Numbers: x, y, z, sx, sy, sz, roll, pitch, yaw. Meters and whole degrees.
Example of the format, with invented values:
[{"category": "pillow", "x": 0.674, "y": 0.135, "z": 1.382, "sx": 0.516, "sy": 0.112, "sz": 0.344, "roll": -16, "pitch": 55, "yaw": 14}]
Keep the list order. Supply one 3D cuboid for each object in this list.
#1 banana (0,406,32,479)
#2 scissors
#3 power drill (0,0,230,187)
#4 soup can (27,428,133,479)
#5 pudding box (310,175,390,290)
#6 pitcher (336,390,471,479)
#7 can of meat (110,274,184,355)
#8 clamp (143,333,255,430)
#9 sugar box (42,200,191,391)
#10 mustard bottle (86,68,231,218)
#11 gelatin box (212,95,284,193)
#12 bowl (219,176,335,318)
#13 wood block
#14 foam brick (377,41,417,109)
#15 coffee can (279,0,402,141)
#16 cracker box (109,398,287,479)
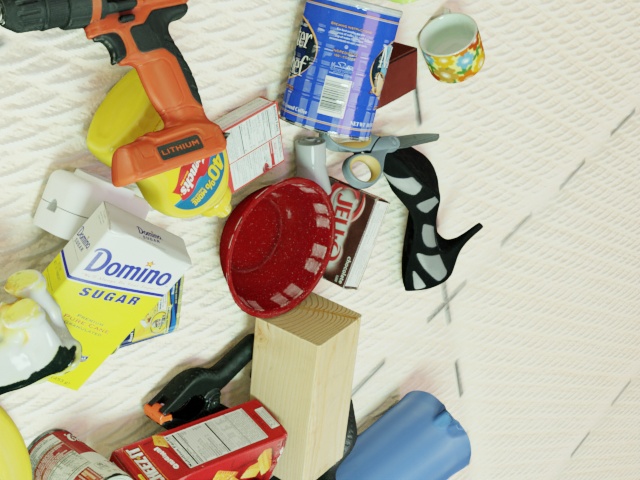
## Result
[{"category": "banana", "x": -0.307, "y": 0.200, "z": 0.994, "sx": 0.069, "sy": 0.037, "sz": 0.198, "roll": -33, "pitch": 132, "yaw": -37}, {"category": "scissors", "x": 0.083, "y": -0.099, "z": 1.268, "sx": 0.201, "sy": 0.096, "sz": 0.016, "roll": 5, "pitch": 150, "yaw": -38}, {"category": "power drill", "x": -0.167, "y": -0.144, "z": 0.903, "sx": 0.184, "sy": 0.057, "sz": 0.187, "roll": -21, "pitch": 97, "yaw": -33}, {"category": "soup can", "x": -0.237, "y": 0.237, "z": 1.046, "sx": 0.068, "sy": 0.102, "sz": 0.068, "roll": -27, "pitch": 128, "yaw": -41}, {"category": "pudding box", "x": 0.020, "y": -0.010, "z": 1.241, "sx": 0.039, "sy": 0.090, "sz": 0.113, "roll": 8, "pitch": 103, "yaw": -54}, {"category": "pitcher", "x": 0.082, "y": 0.329, "z": 1.487, "sx": 0.242, "sy": 0.145, "sz": 0.149, "roll": -31, "pitch": 119, "yaw": -34}, {"category": "can of meat", "x": -0.183, "y": 0.053, "z": 1.052, "sx": 0.083, "sy": 0.058, "sz": 0.102, "roll": -14, "pitch": 120, "yaw": -49}, {"category": "clamp", "x": -0.129, "y": 0.183, "z": 1.207, "sx": 0.171, "sy": 0.039, "sz": 0.120, "roll": -22, "pitch": 122, "yaw": -44}, {"category": "sugar box", "x": -0.206, "y": 0.054, "z": 0.957, "sx": 0.093, "sy": 0.048, "sz": 0.176, "roll": 27, "pitch": 116, "yaw": -39}, {"category": "mustard bottle", "x": -0.140, "y": -0.076, "z": 1.033, "sx": 0.096, "sy": 0.058, "sz": 0.191, "roll": -61, "pitch": 144, "yaw": -15}, {"category": "gelatin box", "x": -0.080, "y": -0.101, "z": 1.118, "sx": 0.089, "sy": 0.030, "sz": 0.073, "roll": -35, "pitch": 132, "yaw": -35}, {"category": "bowl", "x": -0.058, "y": 0.001, "z": 1.175, "sx": 0.161, "sy": 0.055, "sz": 0.162, "roll": -22, "pitch": 123, "yaw": -39}, {"category": "wood block", "x": -0.022, "y": 0.174, "z": 1.248, "sx": 0.090, "sy": 0.091, "sz": 0.206, "roll": -30, "pitch": 135, "yaw": -48}, {"category": "foam brick", "x": 0.069, "y": -0.193, "z": 1.233, "sx": 0.078, "sy": 0.053, "sz": 0.051, "roll": -31, "pitch": 131, "yaw": -36}, {"category": "coffee can", "x": 0.021, "y": -0.187, "z": 1.134, "sx": 0.102, "sy": 0.103, "sz": 0.140, "roll": -2, "pitch": 111, "yaw": -51}, {"category": "cracker box", "x": -0.149, "y": 0.280, "z": 1.176, "sx": 0.213, "sy": 0.072, "sz": 0.164, "roll": -13, "pitch": 135, "yaw": -49}]
